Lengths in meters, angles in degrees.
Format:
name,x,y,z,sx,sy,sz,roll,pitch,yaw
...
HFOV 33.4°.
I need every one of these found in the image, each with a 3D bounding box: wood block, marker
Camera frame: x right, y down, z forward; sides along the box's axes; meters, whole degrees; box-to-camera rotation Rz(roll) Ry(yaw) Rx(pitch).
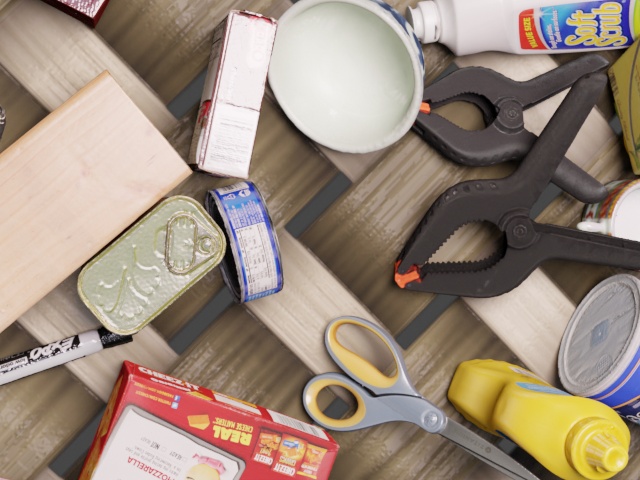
name,x,y,z,sx,sy,sz,roll,pitch,yaw
wood block,-0.199,-0.015,0.733,0.206,0.091,0.090,-41,101,-7
marker,-0.192,0.082,0.777,0.121,0.020,0.020,-18,97,-11

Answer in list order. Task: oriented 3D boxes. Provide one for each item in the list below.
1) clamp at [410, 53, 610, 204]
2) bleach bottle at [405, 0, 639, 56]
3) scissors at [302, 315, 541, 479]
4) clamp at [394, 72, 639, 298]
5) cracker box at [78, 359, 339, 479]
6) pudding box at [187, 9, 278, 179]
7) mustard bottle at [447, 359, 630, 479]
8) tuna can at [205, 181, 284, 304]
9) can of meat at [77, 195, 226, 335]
name,x,y,z,sx,sy,sz,roll,pitch,yaw
clamp,0.149,-0.084,0.827,0.171,0.039,0.120,-4,74,-6
bleach bottle,0.189,-0.179,0.816,0.250,0.102,0.068,-10,67,-6
scissors,0.065,0.141,0.793,0.096,0.016,0.202,-47,70,9
clamp,0.149,-0.024,0.801,0.210,0.036,0.164,-18,107,11
cracker box,-0.103,0.215,0.778,0.164,0.072,0.214,21,89,-14
pudding box,-0.064,-0.101,0.758,0.039,0.090,0.113,13,91,-12
mustard bottle,0.167,0.133,0.772,0.096,0.192,0.058,24,88,-13
tuna can,-0.055,0.001,0.769,0.033,0.086,0.086,-16,97,-13
can of meat,-0.122,0.014,0.755,0.102,0.084,0.057,-41,102,-8
